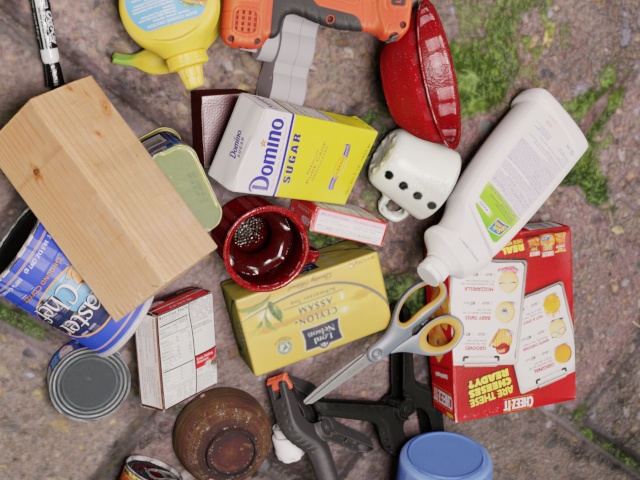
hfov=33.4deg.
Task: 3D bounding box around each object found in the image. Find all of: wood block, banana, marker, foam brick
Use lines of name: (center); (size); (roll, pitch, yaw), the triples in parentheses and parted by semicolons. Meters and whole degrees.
wood block: (-0.207, -0.040, 1.014); (0.091, 0.090, 0.206); (-35, 92, 36)
banana: (-0.123, -0.236, 1.073); (0.069, 0.037, 0.198); (39, 90, -25)
marker: (-0.268, -0.206, 1.039); (0.020, 0.020, 0.121); (-12, 109, -17)
foam brick: (-0.103, -0.117, 1.107); (0.053, 0.051, 0.078); (-5, 107, -18)

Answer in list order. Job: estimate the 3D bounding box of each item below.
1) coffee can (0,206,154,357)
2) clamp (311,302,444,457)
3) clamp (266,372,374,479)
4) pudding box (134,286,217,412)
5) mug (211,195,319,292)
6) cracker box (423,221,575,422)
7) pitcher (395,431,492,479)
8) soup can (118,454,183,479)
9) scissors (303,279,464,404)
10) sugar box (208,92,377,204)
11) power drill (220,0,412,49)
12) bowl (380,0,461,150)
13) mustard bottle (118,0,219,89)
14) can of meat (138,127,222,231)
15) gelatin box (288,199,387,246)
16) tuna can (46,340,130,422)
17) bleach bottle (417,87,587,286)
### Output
coffee can: (-0.250, 0.039, 1.070); (0.140, 0.103, 0.103); (36, 91, -25)
clamp: (0.083, 0.199, 1.263); (0.164, 0.036, 0.210); (-41, 120, -22)
clamp: (-0.005, 0.228, 1.221); (0.039, 0.120, 0.171); (-31, 115, 30)
pudding box: (-0.154, 0.115, 1.141); (0.089, 0.039, 0.113); (-22, 114, -50)
mug: (-0.057, 0.001, 1.142); (0.117, 0.082, 0.093); (11, 101, -22)
cracker box: (0.212, 0.091, 1.260); (0.164, 0.072, 0.214); (-7, 101, -18)
pitcher: (0.138, 0.358, 1.261); (0.144, 0.149, 0.243); (-10, 117, -22)
soup can: (-0.202, 0.299, 1.182); (0.068, 0.069, 0.102); (20, 98, -24)
scissors: (0.080, 0.131, 1.189); (0.096, 0.016, 0.202); (39, 92, -15)
sugar box: (-0.025, -0.091, 1.102); (0.175, 0.048, 0.093); (2, 118, -50)
power drill: (-0.001, -0.272, 1.043); (0.187, 0.057, 0.184); (5, 97, -6)
bowl: (0.103, -0.171, 1.134); (0.055, 0.162, 0.162); (-9, 112, 20)
mustard bottle: (-0.149, -0.240, 1.025); (0.096, 0.058, 0.191); (-17, 96, 0)
can of meat: (-0.147, -0.058, 1.091); (0.057, 0.084, 0.102); (-28, 113, -11)
gelatin box: (0.019, -0.023, 1.167); (0.089, 0.073, 0.030); (12, 101, -23)
tuna can: (-0.248, 0.148, 1.140); (0.086, 0.034, 0.086); (-5, 107, -19)
bleach bottle: (0.189, -0.052, 1.181); (0.102, 0.068, 0.250); (48, 69, -11)
